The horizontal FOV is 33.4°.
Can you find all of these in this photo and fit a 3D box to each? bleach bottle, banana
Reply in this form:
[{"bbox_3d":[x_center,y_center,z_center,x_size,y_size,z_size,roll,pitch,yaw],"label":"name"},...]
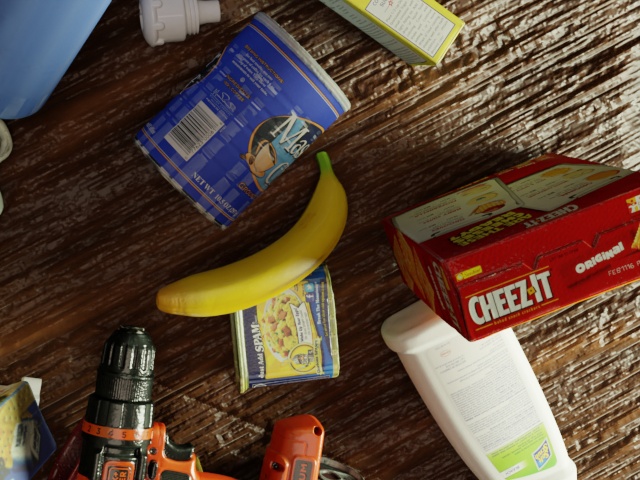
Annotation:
[{"bbox_3d":[0.150,0.162,0.928,0.102,0.068,0.251,-27,104,-2],"label":"bleach bottle"},{"bbox_3d":[-0.039,0.009,0.850,0.070,0.037,0.197,37,61,20],"label":"banana"}]

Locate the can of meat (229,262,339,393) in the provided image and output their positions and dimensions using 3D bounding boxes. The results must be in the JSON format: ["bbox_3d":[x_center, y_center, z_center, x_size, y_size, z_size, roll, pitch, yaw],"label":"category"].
[{"bbox_3d":[-0.032,0.070,0.890,0.084,0.057,0.102,-6,100,-8],"label":"can of meat"}]

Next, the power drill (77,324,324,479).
[{"bbox_3d":[-0.094,0.166,0.832,0.187,0.057,0.184,9,90,-21],"label":"power drill"}]

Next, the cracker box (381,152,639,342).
[{"bbox_3d":[0.151,-0.001,0.821,0.164,0.214,0.072,-21,102,-4],"label":"cracker box"}]

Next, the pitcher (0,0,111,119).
[{"bbox_3d":[-0.201,-0.213,0.753,0.145,0.149,0.243,31,122,-14],"label":"pitcher"}]

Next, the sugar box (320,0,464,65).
[{"bbox_3d":[0.022,-0.203,0.832,0.176,0.093,0.048,36,93,-12],"label":"sugar box"}]

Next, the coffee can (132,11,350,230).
[{"bbox_3d":[-0.061,-0.093,0.834,0.140,0.103,0.102,-44,102,1],"label":"coffee can"}]
